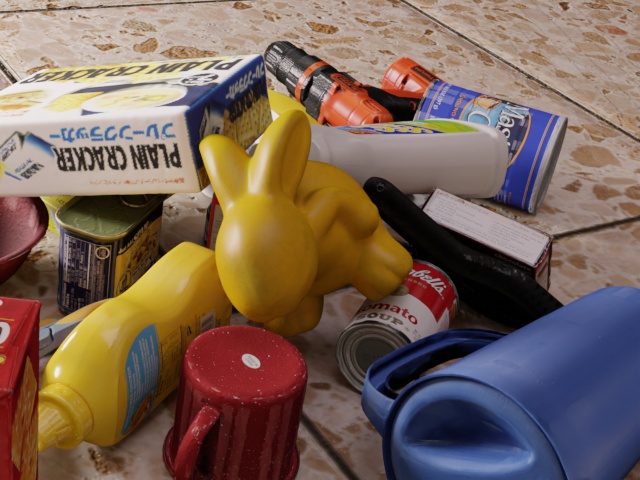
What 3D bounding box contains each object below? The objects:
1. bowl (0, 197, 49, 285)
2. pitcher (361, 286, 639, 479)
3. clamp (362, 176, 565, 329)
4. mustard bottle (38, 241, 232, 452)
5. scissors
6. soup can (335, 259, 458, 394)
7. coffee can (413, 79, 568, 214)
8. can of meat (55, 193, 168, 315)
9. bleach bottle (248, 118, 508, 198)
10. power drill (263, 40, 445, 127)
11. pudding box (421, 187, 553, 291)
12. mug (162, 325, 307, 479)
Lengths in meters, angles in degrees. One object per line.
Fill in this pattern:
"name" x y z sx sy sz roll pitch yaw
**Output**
"bowl" -0.294 0.003 0.828 0.162 0.055 0.162 8 30 -5
"pitcher" 0.153 0.109 0.723 0.242 0.145 0.149 -22 85 -48
"clamp" 0.114 0.022 0.868 0.210 0.164 0.036 28 76 14
"mustard bottle" -0.129 0.080 0.708 0.058 0.096 0.191 21 32 17
"scissors" -0.202 0.074 0.707 0.096 0.016 0.201 -13 7 26
"soup can" 0.059 0.067 0.818 0.068 0.068 0.102 19 32 15
"coffee can" 0.169 -0.096 1.090 0.140 0.103 0.102 19 31 15
"can of meat" -0.164 0.005 0.835 0.057 0.084 0.102 18 31 12
"bleach bottle" 0.047 -0.069 0.910 0.250 0.068 0.103 -6 17 -45
"power drill" 0.049 -0.166 1.180 0.187 0.057 0.185 -12 46 -45
"pudding box" 0.141 0.009 0.914 0.114 0.090 0.039 23 68 22
"mug" -0.059 0.114 0.687 0.093 0.081 0.117 23 33 20
